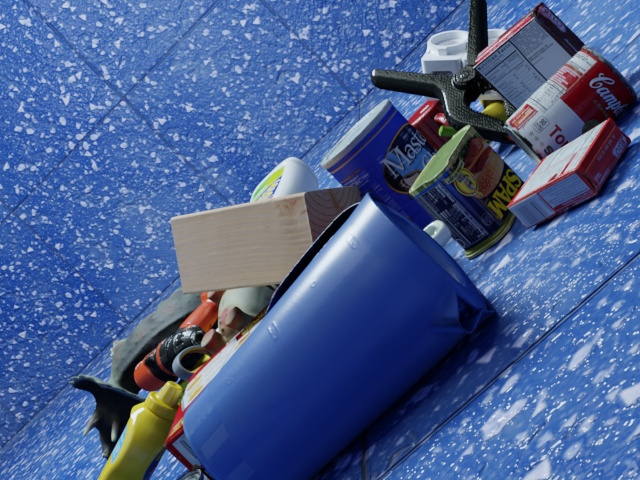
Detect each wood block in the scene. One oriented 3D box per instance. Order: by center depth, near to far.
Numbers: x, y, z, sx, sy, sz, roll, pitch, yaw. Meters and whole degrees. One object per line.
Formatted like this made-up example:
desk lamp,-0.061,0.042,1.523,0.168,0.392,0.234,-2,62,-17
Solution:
wood block,-0.057,0.001,1.162,0.207,0.091,0.090,-9,1,41

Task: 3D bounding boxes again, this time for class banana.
banana,0.203,-0.157,1.292,0.197,0.070,0.037,-45,-22,-59

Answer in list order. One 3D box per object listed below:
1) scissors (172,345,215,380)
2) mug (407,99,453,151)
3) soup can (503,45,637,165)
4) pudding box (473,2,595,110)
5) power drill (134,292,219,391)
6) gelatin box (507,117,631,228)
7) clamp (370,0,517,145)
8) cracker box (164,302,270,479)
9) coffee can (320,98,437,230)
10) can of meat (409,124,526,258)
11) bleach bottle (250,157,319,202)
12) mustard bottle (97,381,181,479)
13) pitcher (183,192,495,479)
scissors,-0.098,0.156,1.331,0.201,0.096,0.016,-6,-34,-49
mug,0.158,-0.136,1.338,0.093,0.081,0.117,-45,8,1
soup can,0.225,-0.116,0.967,0.102,0.068,0.068,-44,8,7
pudding box,0.224,-0.169,1.070,0.090,0.113,0.039,-37,14,43
power drill,-0.161,0.113,1.436,0.187,0.057,0.185,-49,9,-38
gelatin box,0.207,-0.054,0.886,0.073,0.030,0.089,-49,9,-35
clamp,0.159,-0.176,1.220,0.164,0.036,0.210,-33,55,8
cracker box,-0.069,0.145,1.114,0.164,0.072,0.213,-43,8,8
coffee can,0.085,-0.069,1.163,0.103,0.140,0.103,-44,8,8
can of meat,0.139,-0.047,0.993,0.058,0.084,0.102,-37,11,43
bleach bottle,-0.057,-0.037,1.440,0.103,0.068,0.250,-42,11,13
mustard bottle,-0.204,0.240,1.171,0.192,0.058,0.096,-61,1,6
pitcher,0.005,0.085,0.840,0.243,0.145,0.149,-47,-6,8
